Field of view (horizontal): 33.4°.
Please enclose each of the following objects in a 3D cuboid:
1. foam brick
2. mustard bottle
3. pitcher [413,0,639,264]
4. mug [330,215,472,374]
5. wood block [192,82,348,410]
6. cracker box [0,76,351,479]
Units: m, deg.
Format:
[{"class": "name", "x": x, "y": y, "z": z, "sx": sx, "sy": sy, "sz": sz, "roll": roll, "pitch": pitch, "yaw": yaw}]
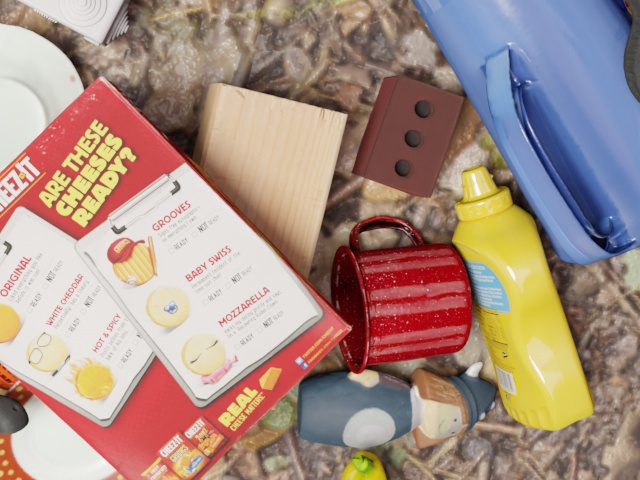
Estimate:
[{"class": "foam brick", "x": 0.062, "y": -0.075, "z": 0.773, "sx": 0.053, "sy": 0.051, "sz": 0.078, "roll": 17, "pitch": 95, "yaw": -11}, {"class": "mustard bottle", "x": 0.140, "y": 0.037, "z": 0.778, "sx": 0.058, "sy": 0.096, "sz": 0.191, "roll": -21, "pitch": 100, "yaw": -8}, {"class": "pitcher", "x": 0.159, "y": -0.108, "z": 0.731, "sx": 0.145, "sy": 0.149, "sz": 0.243, "roll": -36, "pitch": 103, "yaw": -3}, {"class": "mug", "x": 0.056, "y": 0.035, "z": 0.777, "sx": 0.081, "sy": 0.093, "sz": 0.117, "roll": -6, "pitch": 62, "yaw": -13}, {"class": "wood block", "x": -0.055, "y": 0.001, "z": 0.745, "sx": 0.090, "sy": 0.090, "sz": 0.206, "roll": 13, "pitch": 95, "yaw": -12}, {"class": "cracker box", "x": -0.113, "y": 0.032, "z": 0.658, "sx": 0.164, "sy": 0.072, "sz": 0.213, "roll": -45, "pitch": 100, "yaw": -1}]
